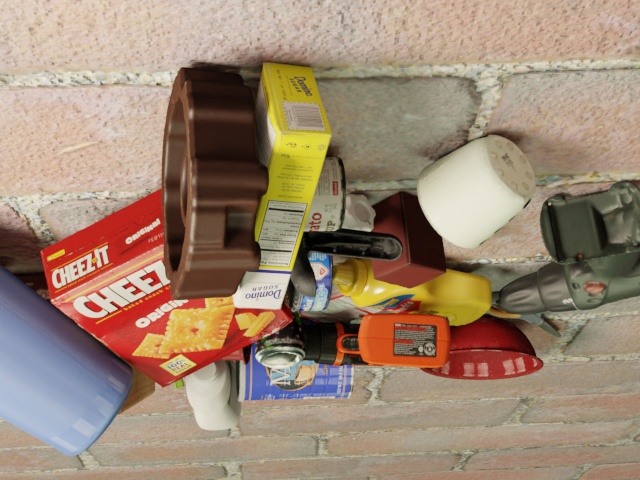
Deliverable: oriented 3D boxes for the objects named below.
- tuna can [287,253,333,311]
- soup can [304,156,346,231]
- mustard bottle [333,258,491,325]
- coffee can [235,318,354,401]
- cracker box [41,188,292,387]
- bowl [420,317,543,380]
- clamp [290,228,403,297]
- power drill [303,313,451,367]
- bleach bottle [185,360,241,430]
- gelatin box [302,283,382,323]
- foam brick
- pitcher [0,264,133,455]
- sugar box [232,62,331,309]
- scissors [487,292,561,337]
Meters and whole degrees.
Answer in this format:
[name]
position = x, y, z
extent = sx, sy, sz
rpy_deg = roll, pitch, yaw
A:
[tuna can]
position = -0.012, 0.029, 1.087
extent = 0.033, 0.086, 0.086
rpy_deg = 0, 156, -12
[soup can]
position = -0.033, -0.042, 0.944
extent = 0.102, 0.068, 0.068
rpy_deg = 0, 156, -9
[mustard bottle]
position = 0.091, 0.052, 1.187
extent = 0.191, 0.058, 0.096
rpy_deg = 13, 162, -32
[coffee can]
position = -0.034, 0.148, 1.336
extent = 0.140, 0.103, 0.103
rpy_deg = 0, 156, -7
[cracker box]
position = -0.143, 0.049, 1.049
extent = 0.164, 0.072, 0.213
rpy_deg = -27, 144, 8
[bowl]
position = 0.208, 0.139, 1.394
extent = 0.162, 0.055, 0.162
rpy_deg = 2, 160, 1
[clamp]
position = -0.011, -0.001, 0.985
extent = 0.120, 0.039, 0.172
rpy_deg = -11, -151, -33
[power drill]
position = 0.050, 0.113, 1.201
extent = 0.184, 0.057, 0.188
rpy_deg = 2, 174, -17
[bleach bottle]
position = -0.139, 0.179, 1.361
extent = 0.068, 0.102, 0.251
rpy_deg = -5, 163, -3
[gelatin box]
position = 0.021, 0.070, 1.256
extent = 0.089, 0.030, 0.073
rpy_deg = -21, 149, 36
[foam brick]
position = 0.084, 0.001, 1.044
extent = 0.052, 0.078, 0.051
rpy_deg = 16, 149, -37
[pitcher]
position = -0.313, 0.105, 1.054
extent = 0.242, 0.149, 0.145
rpy_deg = 38, 114, -15
[sugar box]
position = -0.037, -0.039, 0.836
extent = 0.048, 0.093, 0.176
rpy_deg = 2, 131, -14
[scissors]
position = 0.286, 0.092, 1.357
extent = 0.201, 0.016, 0.096
rpy_deg = 19, 148, -42
